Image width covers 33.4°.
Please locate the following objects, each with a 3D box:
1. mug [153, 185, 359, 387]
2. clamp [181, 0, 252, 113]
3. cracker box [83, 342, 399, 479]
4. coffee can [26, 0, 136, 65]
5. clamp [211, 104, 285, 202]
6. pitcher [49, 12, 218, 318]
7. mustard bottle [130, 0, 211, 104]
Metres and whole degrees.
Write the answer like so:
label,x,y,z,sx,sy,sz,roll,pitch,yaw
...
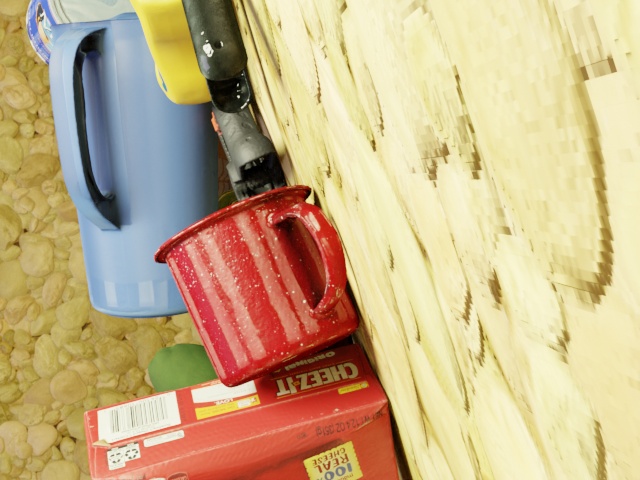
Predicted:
label,x,y,z,sx,sy,sz,roll,pitch,yaw
mug,-0.024,0.022,0.562,0.117,0.093,0.081,-34,78,48
clamp,-0.068,-0.150,0.584,0.120,0.039,0.171,115,141,-77
cracker box,-0.033,0.182,0.629,0.072,0.164,0.214,-118,16,-62
coffee can,-0.213,-0.215,0.996,0.140,0.102,0.103,-3,107,67
clamp,-0.047,-0.050,0.747,0.210,0.036,0.164,-114,7,-46
pitcher,-0.149,-0.062,0.868,0.145,0.149,0.243,-162,67,-65
mustard bottle,-0.094,-0.148,0.731,0.191,0.058,0.096,83,177,-68
